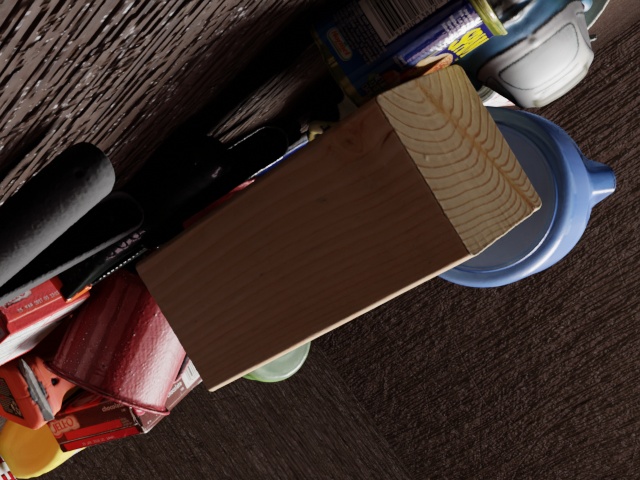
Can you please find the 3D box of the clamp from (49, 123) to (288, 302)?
[{"bbox_3d":[-0.095,-0.020,0.653,0.172,0.039,0.120,-31,175,27],"label":"clamp"}]

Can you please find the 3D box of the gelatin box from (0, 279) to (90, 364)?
[{"bbox_3d":[-0.203,0.055,0.696,0.089,0.030,0.073,-38,175,37],"label":"gelatin box"}]

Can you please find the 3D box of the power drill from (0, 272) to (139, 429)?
[{"bbox_3d":[-0.178,0.076,0.860,0.187,0.057,0.185,-31,-168,-28],"label":"power drill"}]

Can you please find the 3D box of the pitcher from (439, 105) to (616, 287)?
[{"bbox_3d":[0.111,-0.029,0.740,0.149,0.145,0.242,-52,171,11],"label":"pitcher"}]

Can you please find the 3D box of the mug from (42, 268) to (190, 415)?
[{"bbox_3d":[-0.126,0.069,0.747,0.117,0.093,0.081,30,81,-54],"label":"mug"}]

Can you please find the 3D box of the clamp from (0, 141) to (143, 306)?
[{"bbox_3d":[-0.171,0.025,0.492,0.209,0.036,0.165,-34,177,-13],"label":"clamp"}]

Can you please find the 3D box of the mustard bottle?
[{"bbox_3d":[-0.191,0.145,0.955,0.096,0.058,0.191,-43,168,30],"label":"mustard bottle"}]

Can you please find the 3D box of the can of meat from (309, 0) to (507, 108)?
[{"bbox_3d":[0.047,-0.114,0.572,0.084,0.057,0.102,-33,177,14],"label":"can of meat"}]

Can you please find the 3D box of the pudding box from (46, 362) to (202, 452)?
[{"bbox_3d":[-0.150,0.119,0.849,0.090,0.039,0.113,-18,-169,30],"label":"pudding box"}]

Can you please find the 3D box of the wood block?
[{"bbox_3d":[0.004,-0.003,0.596,0.207,0.091,0.090,-31,179,39],"label":"wood block"}]
